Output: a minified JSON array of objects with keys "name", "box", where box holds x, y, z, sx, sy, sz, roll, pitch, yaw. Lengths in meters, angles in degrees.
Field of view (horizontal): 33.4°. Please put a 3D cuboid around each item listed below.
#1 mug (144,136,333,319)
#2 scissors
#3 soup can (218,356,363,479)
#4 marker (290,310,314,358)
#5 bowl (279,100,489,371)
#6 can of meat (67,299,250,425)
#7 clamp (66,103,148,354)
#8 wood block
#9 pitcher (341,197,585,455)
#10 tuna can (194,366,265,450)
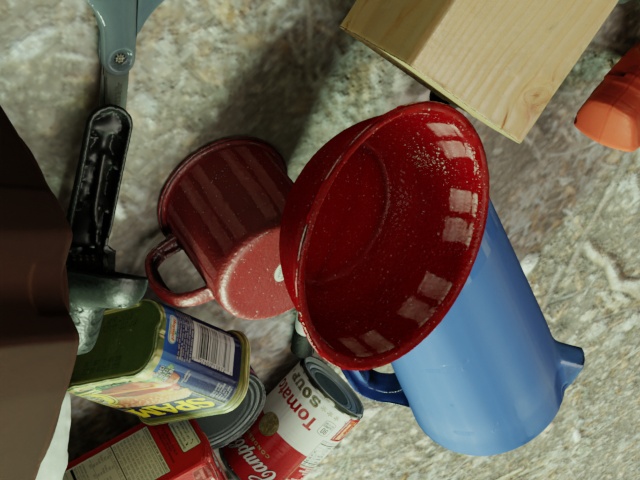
[{"name":"mug","box":[-0.054,0.001,0.668,0.117,0.082,0.093,-29,140,-11]},{"name":"scissors","box":[-0.094,-0.114,0.580,0.096,0.016,0.202,-23,139,-17]},{"name":"soup can","box":[-0.023,0.150,0.849,0.102,0.069,0.068,-47,140,11]},{"name":"marker","box":[-0.008,0.044,0.794,0.020,0.020,0.121,-15,136,-25]},{"name":"bowl","box":[0.028,-0.008,0.622,0.161,0.055,0.162,-22,124,-38]},{"name":"can of meat","box":[-0.111,0.079,0.697,0.102,0.057,0.083,-15,150,34]},{"name":"clamp","box":[-0.135,0.005,0.612,0.039,0.120,0.172,12,152,-25]},{"name":"wood block","box":[0.115,-0.171,0.574,0.090,0.090,0.206,28,99,-33]},{"name":"pitcher","box":[0.089,0.054,0.805,0.149,0.145,0.242,-43,138,-12]},{"name":"tuna can","box":[-0.086,0.119,0.797,0.086,0.034,0.086,-20,138,-20]}]
